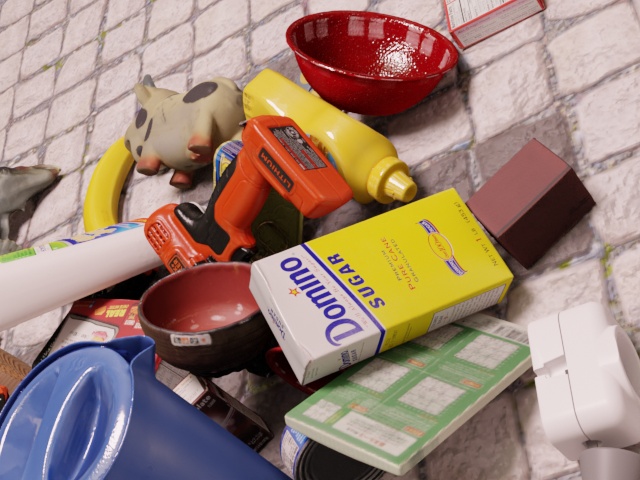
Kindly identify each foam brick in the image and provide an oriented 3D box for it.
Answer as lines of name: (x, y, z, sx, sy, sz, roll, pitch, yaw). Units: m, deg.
foam brick: (0.163, -0.028, 0.832, 0.078, 0.053, 0.051, -44, 41, 3)

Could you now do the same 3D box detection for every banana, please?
banana: (-0.232, -0.044, 1.197, 0.069, 0.037, 0.198, -9, 51, -2)

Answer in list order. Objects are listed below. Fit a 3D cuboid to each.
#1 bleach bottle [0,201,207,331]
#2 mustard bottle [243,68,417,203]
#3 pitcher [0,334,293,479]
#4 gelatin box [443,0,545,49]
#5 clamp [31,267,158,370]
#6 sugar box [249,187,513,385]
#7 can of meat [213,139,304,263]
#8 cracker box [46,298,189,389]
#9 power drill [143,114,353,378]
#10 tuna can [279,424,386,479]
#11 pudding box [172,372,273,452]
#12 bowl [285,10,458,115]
bleach bottle: (-0.206, 0.015, 1.041, 0.250, 0.068, 0.103, -20, 11, -17)
mustard bottle: (0.013, -0.083, 0.963, 0.058, 0.096, 0.192, -44, 51, -14)
pitcher: (-0.113, 0.188, 0.754, 0.149, 0.242, 0.145, -25, 46, 24)
gelatin box: (0.161, -0.230, 1.008, 0.089, 0.030, 0.073, -25, 47, 24)
clamp: (-0.245, 0.068, 1.115, 0.172, 0.039, 0.120, -21, 67, 24)
sugar box: (0.045, 0.031, 0.802, 0.176, 0.048, 0.093, -20, 62, -21)
can of meat: (-0.060, -0.038, 0.999, 0.084, 0.057, 0.102, 34, 127, 51)
cracker box: (-0.199, 0.161, 0.980, 0.164, 0.072, 0.213, -2, 60, 42)
power drill: (-0.056, 0.001, 0.911, 0.184, 0.057, 0.188, 50, 121, 15)
tuna can: (0.013, 0.152, 0.795, 0.086, 0.086, 0.034, -45, 40, 3)
pudding box: (-0.109, 0.172, 0.880, 0.113, 0.090, 0.039, -47, 40, -1)
bowl: (0.045, -0.161, 0.997, 0.162, 0.055, 0.162, 5, 33, -3)
